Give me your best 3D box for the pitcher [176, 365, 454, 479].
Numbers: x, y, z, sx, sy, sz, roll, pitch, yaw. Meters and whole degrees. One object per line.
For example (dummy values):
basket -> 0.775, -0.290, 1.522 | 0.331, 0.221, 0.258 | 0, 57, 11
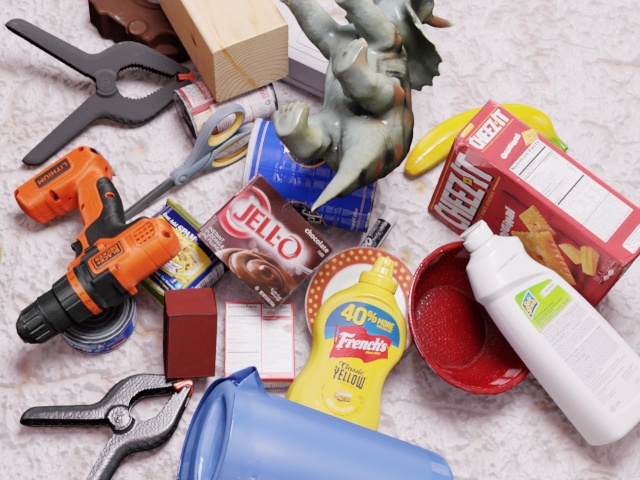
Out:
pitcher -> -0.007, 0.230, 0.982 | 0.242, 0.149, 0.145 | 20, 46, -19

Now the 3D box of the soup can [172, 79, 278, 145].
soup can -> -0.107, -0.156, 1.209 | 0.102, 0.068, 0.068 | -24, 69, -14

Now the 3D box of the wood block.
wood block -> -0.121, -0.267, 1.177 | 0.090, 0.091, 0.206 | -24, 65, -15

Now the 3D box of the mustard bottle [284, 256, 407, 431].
mustard bottle -> 0.035, 0.107, 1.081 | 0.096, 0.058, 0.191 | 22, 78, -7

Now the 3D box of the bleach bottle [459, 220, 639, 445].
bleach bottle -> 0.235, 0.081, 1.082 | 0.102, 0.068, 0.251 | -39, 90, -29

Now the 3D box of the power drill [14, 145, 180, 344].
power drill -> -0.252, 0.001, 1.099 | 0.184, 0.057, 0.188 | -33, 52, -4

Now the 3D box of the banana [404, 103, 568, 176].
banana -> 0.186, -0.122, 1.229 | 0.197, 0.037, 0.069 | -10, 65, -8

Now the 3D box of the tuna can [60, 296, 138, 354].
tuna can -> -0.235, 0.073, 1.115 | 0.086, 0.034, 0.086 | 1, 66, -3

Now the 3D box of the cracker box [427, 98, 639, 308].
cracker box -> 0.224, -0.024, 1.118 | 0.214, 0.164, 0.072 | 39, 67, 13

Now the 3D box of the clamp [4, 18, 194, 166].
clamp -> -0.249, -0.165, 1.209 | 0.209, 0.036, 0.164 | 0, 90, -14

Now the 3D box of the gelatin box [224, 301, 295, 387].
gelatin box -> -0.064, 0.108, 1.112 | 0.073, 0.030, 0.089 | 0, 63, -3

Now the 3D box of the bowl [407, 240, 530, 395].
bowl -> 0.149, 0.084, 1.107 | 0.161, 0.055, 0.162 | 8, 71, -23

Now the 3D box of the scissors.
scissors -> -0.150, -0.086, 1.165 | 0.201, 0.096, 0.016 | -30, 61, -19

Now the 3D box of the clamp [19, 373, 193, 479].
clamp -> -0.210, 0.179, 1.067 | 0.171, 0.039, 0.120 | -37, 77, -24

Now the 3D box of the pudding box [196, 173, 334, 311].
pudding box -> -0.057, 0.001, 1.094 | 0.090, 0.039, 0.113 | -45, 100, -4

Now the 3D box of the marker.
marker -> 0.048, 0.016, 1.167 | 0.020, 0.020, 0.121 | 31, 67, 10

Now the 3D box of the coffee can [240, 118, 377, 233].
coffee can -> -0.010, -0.070, 1.157 | 0.140, 0.103, 0.102 | 10, 65, 1

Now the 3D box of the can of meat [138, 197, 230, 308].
can of meat -> -0.156, 0.020, 1.132 | 0.102, 0.057, 0.084 | 41, 72, 15

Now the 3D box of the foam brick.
foam brick -> -0.132, 0.094, 1.079 | 0.051, 0.078, 0.053 | 0, 26, -11
